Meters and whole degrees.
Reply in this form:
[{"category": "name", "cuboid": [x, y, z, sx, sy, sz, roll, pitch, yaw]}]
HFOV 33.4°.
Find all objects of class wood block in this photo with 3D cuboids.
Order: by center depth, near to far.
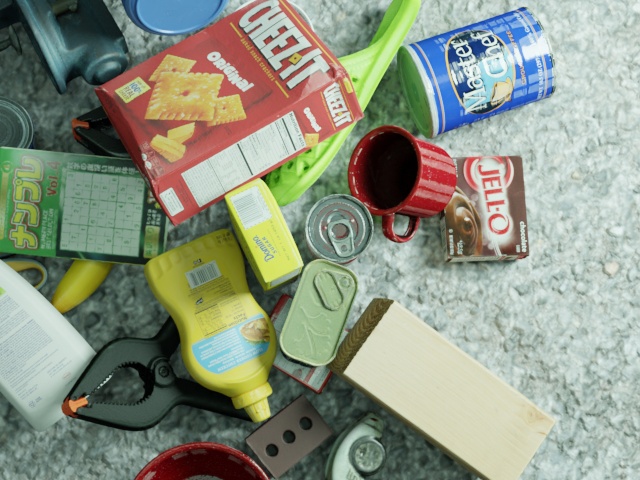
[{"category": "wood block", "cuboid": [0.119, 0.154, 1.082, 0.206, 0.090, 0.091, 36, 82, -8]}]

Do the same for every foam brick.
[{"category": "foam brick", "cuboid": [-0.033, 0.202, 1.101, 0.078, 0.051, 0.053, -38, 86, -7]}]

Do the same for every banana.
[{"category": "banana", "cuboid": [-0.234, -0.015, 1.129, 0.070, 0.037, 0.198, 5, 78, 25]}]

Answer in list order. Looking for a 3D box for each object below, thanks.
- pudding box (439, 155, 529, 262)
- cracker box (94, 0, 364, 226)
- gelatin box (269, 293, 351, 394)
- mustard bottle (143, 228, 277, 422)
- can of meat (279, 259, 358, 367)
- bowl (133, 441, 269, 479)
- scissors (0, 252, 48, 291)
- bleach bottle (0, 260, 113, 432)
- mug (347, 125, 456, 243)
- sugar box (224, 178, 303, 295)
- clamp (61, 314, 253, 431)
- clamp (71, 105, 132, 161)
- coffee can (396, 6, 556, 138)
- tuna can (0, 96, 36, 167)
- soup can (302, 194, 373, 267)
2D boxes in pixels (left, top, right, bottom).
[{"category": "pudding box", "cuboid": [0.174, -0.034, 1.149, 0.090, 0.039, 0.113, -2, 83, -3]}, {"category": "cracker box", "cuboid": [-0.092, -0.135, 1.038, 0.213, 0.072, 0.164, -31, 51, -5]}, {"category": "gelatin box", "cuboid": [-0.020, 0.109, 1.125, 0.089, 0.030, 0.073, 31, 81, 1]}, {"category": "mustard bottle", "cuboid": [-0.097, 0.092, 1.067, 0.096, 0.058, 0.191, -24, 89, -18]}, {"category": "can of meat", "cuboid": [-0.004, 0.077, 1.072, 0.057, 0.084, 0.102, 20, 79, 0]}, {"category": "bowl", "cuboid": [-0.120, 0.285, 1.084, 0.162, 0.055, 0.162, 0, 83, -3]}, {"category": "scissors", "cuboid": [-0.385, 0.022, 1.103, 0.201, 0.016, 0.096, 0, 84, -16]}, {"category": "bleach bottle", "cuboid": [-0.325, 0.068, 1.075, 0.102, 0.068, 0.251, -39, 96, -8]}, {"category": "mug", "cuboid": [0.088, -0.055, 1.112, 0.093, 0.081, 0.117, 0, 84, 39]}, {"category": "sugar box", "cuboid": [-0.057, 0.002, 1.063, 0.048, 0.176, 0.093, -24, 84, -8]}, {"category": "clamp", "cuboid": [-0.156, 0.142, 1.075, 0.209, 0.036, 0.164, -26, 87, -34]}, {"category": "clamp", "cuboid": [-0.173, -0.103, 1.122, 0.171, 0.039, 0.120, -6, 59, -9]}, {"category": "coffee can", "cuboid": [0.164, -0.178, 1.135, 0.140, 0.103, 0.103, -19, 84, -6]}, {"category": "tuna can", "cuboid": [-0.344, -0.109, 1.123, 0.086, 0.034, 0.086, 4, 70, -11]}, {"category": "soup can", "cuboid": [0.016, -0.006, 1.105, 0.068, 0.102, 0.068, 0, 83, -3]}]
